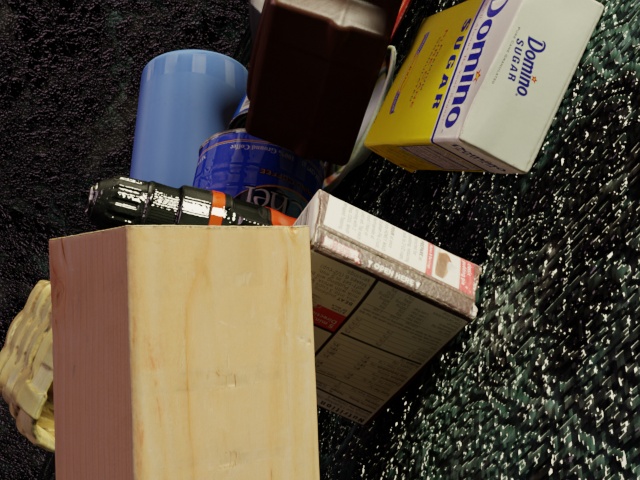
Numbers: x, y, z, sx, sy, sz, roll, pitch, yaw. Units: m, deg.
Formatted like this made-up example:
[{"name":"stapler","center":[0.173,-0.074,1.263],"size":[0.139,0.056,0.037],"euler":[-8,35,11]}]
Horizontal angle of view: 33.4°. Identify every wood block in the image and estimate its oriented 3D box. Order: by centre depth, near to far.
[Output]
[{"name":"wood block","center":[-0.059,0.099,0.470],"size":[0.091,0.090,0.206],"euler":[-6,85,56]}]

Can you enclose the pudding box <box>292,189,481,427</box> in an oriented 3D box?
[{"name":"pudding box","center":[0.012,0.038,0.527],"size":[0.114,0.090,0.039],"euler":[-52,19,45]}]

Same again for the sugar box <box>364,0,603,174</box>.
[{"name":"sugar box","center":[0.081,-0.086,0.588],"size":[0.093,0.048,0.176],"euler":[-65,11,-2]}]

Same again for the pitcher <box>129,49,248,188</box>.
[{"name":"pitcher","center":[-0.117,-0.048,1.018],"size":[0.149,0.144,0.243],"euler":[143,131,-60]}]

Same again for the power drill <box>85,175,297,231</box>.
[{"name":"power drill","center":[-0.081,0.059,0.705],"size":[0.057,0.184,0.188],"euler":[-113,40,-69]}]

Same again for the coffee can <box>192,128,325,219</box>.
[{"name":"coffee can","center":[-0.055,0.001,0.811],"size":[0.103,0.102,0.140],"euler":[134,149,-57]}]
